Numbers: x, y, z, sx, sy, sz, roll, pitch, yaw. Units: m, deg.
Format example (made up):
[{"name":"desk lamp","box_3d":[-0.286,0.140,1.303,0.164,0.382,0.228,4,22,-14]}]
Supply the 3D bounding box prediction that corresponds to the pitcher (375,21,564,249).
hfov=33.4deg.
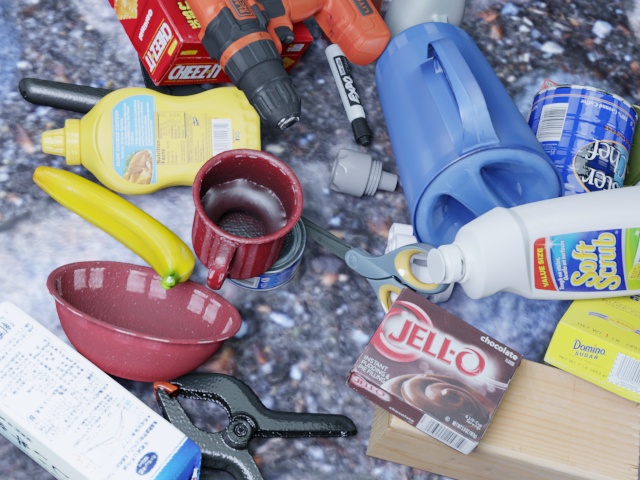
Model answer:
[{"name":"pitcher","box_3d":[0.123,-0.107,0.982,0.144,0.149,0.243,20,34,-27]}]

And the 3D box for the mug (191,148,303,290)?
[{"name":"mug","box_3d":[-0.070,-0.009,0.909,0.093,0.082,0.117,19,58,-2]}]

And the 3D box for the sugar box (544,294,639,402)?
[{"name":"sugar box","box_3d":[0.266,0.077,0.940,0.093,0.048,0.176,24,26,17]}]

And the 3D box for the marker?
[{"name":"marker","box_3d":[0.029,-0.148,1.089,0.020,0.020,0.121,-8,63,-17]}]

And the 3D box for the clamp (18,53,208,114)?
[{"name":"clamp","box_3d":[-0.170,-0.129,1.023,0.210,0.036,0.164,44,60,11]}]

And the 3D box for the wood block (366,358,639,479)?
[{"name":"wood block","box_3d":[0.155,0.155,0.903,0.206,0.090,0.090,16,60,-3]}]

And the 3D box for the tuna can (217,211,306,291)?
[{"name":"tuna can","box_3d":[-0.056,0.001,0.976,0.086,0.034,0.086,5,60,-9]}]

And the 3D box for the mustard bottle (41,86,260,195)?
[{"name":"mustard bottle","box_3d":[-0.151,-0.089,0.958,0.191,0.058,0.096,-1,89,-11]}]

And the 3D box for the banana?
[{"name":"banana","box_3d":[-0.171,-0.013,0.938,0.198,0.069,0.037,33,92,30]}]

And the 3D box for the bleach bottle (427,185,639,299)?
[{"name":"bleach bottle","box_3d":[0.205,0.012,0.902,0.250,0.103,0.068,-8,34,-22]}]

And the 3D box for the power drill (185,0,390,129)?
[{"name":"power drill","box_3d":[-0.023,-0.192,0.993,0.187,0.057,0.184,-17,71,-43]}]

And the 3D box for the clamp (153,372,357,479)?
[{"name":"clamp","box_3d":[-0.057,0.156,0.885,0.171,0.039,0.120,40,60,6]}]

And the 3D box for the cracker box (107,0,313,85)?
[{"name":"cracker box","box_3d":[-0.130,-0.255,1.062,0.163,0.072,0.214,-11,62,-41]}]

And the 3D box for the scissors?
[{"name":"scissors","box_3d":[0.045,0.007,0.944,0.016,0.096,0.202,-16,53,-43]}]

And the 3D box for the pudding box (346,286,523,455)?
[{"name":"pudding box","box_3d":[0.090,0.103,0.842,0.113,0.039,0.090,31,60,6]}]

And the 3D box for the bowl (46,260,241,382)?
[{"name":"bowl","box_3d":[-0.149,0.071,0.876,0.162,0.055,0.162,15,15,-4]}]

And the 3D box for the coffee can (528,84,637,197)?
[{"name":"coffee can","box_3d":[0.238,-0.063,1.019,0.103,0.103,0.140,17,74,-3]}]
